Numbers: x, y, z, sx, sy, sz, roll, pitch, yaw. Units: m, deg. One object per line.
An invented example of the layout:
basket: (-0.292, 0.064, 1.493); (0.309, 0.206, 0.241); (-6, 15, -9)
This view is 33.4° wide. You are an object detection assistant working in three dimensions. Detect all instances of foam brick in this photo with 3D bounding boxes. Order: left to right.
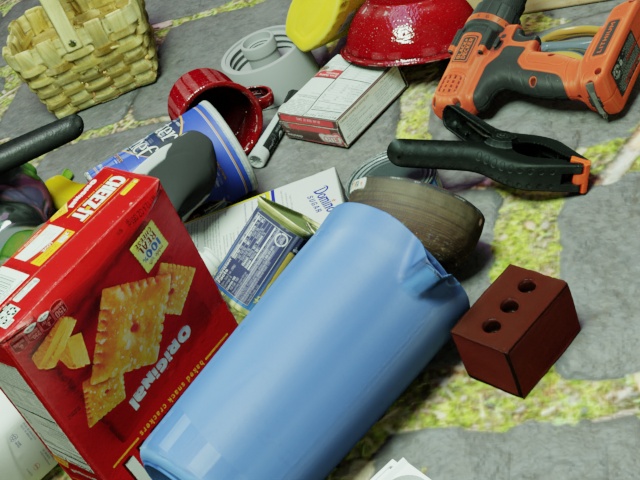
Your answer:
foam brick: (0.143, 0.064, 0.774); (0.053, 0.051, 0.078); (19, 54, 44)

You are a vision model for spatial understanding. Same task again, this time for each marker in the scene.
marker: (-0.046, -0.123, 1.148); (0.020, 0.020, 0.121); (-1, 42, 30)

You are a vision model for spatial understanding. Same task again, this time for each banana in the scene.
banana: (-0.245, -0.052, 1.162); (0.198, 0.037, 0.069); (12, 51, 40)

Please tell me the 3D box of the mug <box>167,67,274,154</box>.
mug: (-0.107, -0.142, 1.153); (0.117, 0.093, 0.082); (-24, 30, -10)

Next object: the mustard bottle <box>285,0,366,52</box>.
mustard bottle: (0.045, -0.276, 1.217); (0.058, 0.096, 0.191); (45, 41, 13)

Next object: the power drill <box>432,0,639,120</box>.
power drill: (0.213, -0.186, 1.014); (0.188, 0.057, 0.184); (8, 64, 42)

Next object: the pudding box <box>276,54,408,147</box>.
pudding box: (0.023, -0.149, 1.124); (0.090, 0.039, 0.113); (16, 54, 42)

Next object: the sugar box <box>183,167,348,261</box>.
sugar box: (-0.056, 0.002, 0.977); (0.176, 0.048, 0.093); (-17, 38, 7)

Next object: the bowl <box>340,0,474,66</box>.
bowl: (0.097, -0.235, 1.134); (0.162, 0.055, 0.162); (-8, 25, 4)

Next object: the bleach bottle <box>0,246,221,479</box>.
bleach bottle: (-0.179, 0.097, 0.883); (0.250, 0.102, 0.068); (-40, 54, -21)

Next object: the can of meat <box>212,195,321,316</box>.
can of meat: (-0.034, 0.020, 0.875); (0.057, 0.102, 0.084); (37, 98, 29)

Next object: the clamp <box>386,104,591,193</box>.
clamp: (0.156, -0.081, 0.942); (0.172, 0.039, 0.120); (16, 38, 19)

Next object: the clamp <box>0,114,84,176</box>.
clamp: (-0.361, -0.075, 1.078); (0.165, 0.036, 0.209); (15, 49, 33)

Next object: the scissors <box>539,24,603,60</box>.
scissors: (0.190, -0.181, 1.083); (0.202, 0.016, 0.096); (-7, 40, 24)

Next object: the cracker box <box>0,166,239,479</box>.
cracker box: (-0.146, 0.080, 0.789); (0.072, 0.213, 0.164); (14, 51, 39)

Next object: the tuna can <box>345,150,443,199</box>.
tuna can: (0.068, -0.045, 0.971); (0.086, 0.033, 0.086); (-16, 37, 12)

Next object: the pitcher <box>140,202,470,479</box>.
pitcher: (-0.016, 0.100, 0.775); (0.145, 0.149, 0.242); (28, 63, 31)

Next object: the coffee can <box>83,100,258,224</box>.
coffee can: (-0.147, -0.059, 1.058); (0.140, 0.102, 0.103); (-33, 36, -9)
